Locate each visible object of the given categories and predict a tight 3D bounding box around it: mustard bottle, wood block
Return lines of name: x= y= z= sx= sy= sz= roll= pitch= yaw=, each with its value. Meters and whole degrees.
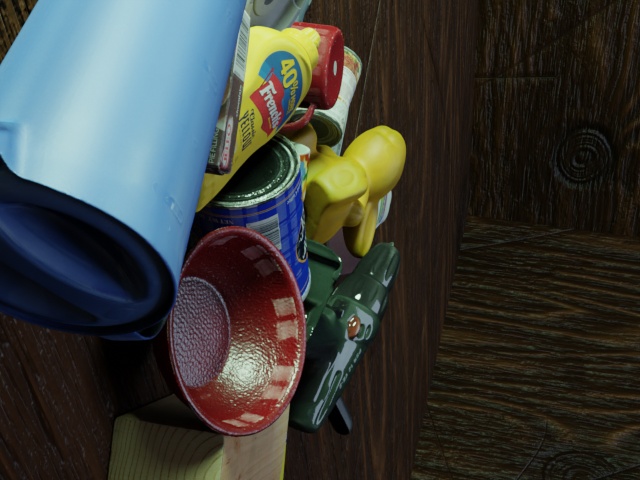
mustard bottle: x=-0.059 y=-0.113 z=0.844 sx=0.191 sy=0.058 sz=0.096 roll=-49 pitch=150 yaw=-35
wood block: x=-0.098 y=0.183 z=0.909 sx=0.206 sy=0.091 sz=0.090 roll=-3 pitch=100 yaw=-78

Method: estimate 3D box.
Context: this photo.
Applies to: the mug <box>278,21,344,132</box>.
mug: x=-0.026 y=-0.160 z=1.036 sx=0.093 sy=0.081 sz=0.117 roll=66 pitch=34 yaw=-68

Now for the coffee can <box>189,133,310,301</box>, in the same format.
coffee can: x=-0.063 y=-0.011 z=0.913 sx=0.140 sy=0.103 sz=0.102 roll=86 pitch=17 yaw=-44

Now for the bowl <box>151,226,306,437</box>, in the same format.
bowl: x=-0.080 y=0.071 z=0.832 sx=0.161 sy=0.055 sz=0.162 roll=10 pitch=77 yaw=-52

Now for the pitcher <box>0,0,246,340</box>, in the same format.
pitcher: x=-0.113 y=-0.072 z=0.599 sx=0.149 sy=0.145 sz=0.242 roll=-47 pitch=-156 yaw=51

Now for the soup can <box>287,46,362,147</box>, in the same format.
soup can: x=0.003 y=-0.163 z=1.204 sx=0.068 sy=0.068 sz=0.102 roll=78 pitch=24 yaw=-57
